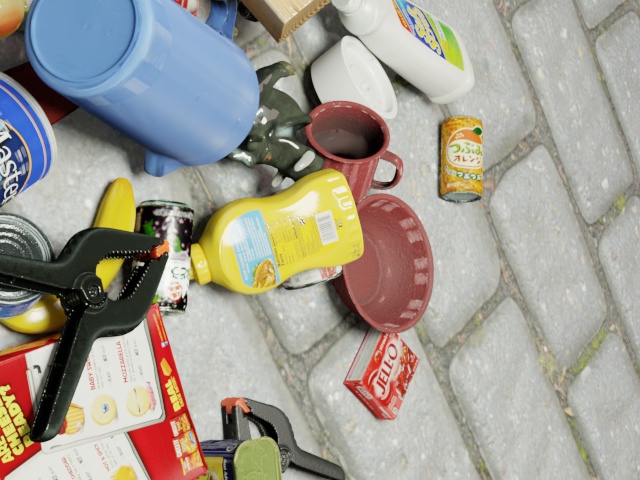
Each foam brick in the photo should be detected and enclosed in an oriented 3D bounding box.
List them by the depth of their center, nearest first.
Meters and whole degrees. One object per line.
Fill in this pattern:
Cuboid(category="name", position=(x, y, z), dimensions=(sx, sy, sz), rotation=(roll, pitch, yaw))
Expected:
Cuboid(category="foam brick", position=(-0.255, -0.118, 0.906), dimensions=(0.052, 0.078, 0.051), rotation=(-45, 116, -41))

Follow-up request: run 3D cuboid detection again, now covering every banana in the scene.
Cuboid(category="banana", position=(-0.215, 0.022, 0.952), dimensions=(0.197, 0.037, 0.069), rotation=(-50, 119, -40))

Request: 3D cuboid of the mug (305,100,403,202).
Cuboid(category="mug", position=(0.034, -0.089, 1.173), dimensions=(0.117, 0.082, 0.093), rotation=(18, 51, 4))

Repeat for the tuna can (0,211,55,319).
Cuboid(category="tuna can", position=(-0.264, 0.020, 0.882), dimensions=(0.086, 0.034, 0.086), rotation=(14, 60, -26))

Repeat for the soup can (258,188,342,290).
Cuboid(category="soup can", position=(-0.021, -0.005, 1.141), dimensions=(0.068, 0.069, 0.102), rotation=(-24, 101, -46))

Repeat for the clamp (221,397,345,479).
Cuboid(category="clamp", position=(-0.040, 0.224, 1.100), dimensions=(0.120, 0.039, 0.171), rotation=(-38, 110, -45))

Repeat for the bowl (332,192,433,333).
Cuboid(category="bowl", position=(0.061, 0.029, 1.231), dimensions=(0.161, 0.055, 0.162), rotation=(11, 75, -45))

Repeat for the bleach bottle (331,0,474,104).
Cuboid(category="bleach bottle", position=(0.094, -0.243, 1.272), dimensions=(0.250, 0.068, 0.102), rotation=(15, 56, -55))

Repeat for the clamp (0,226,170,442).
Cuboid(category="clamp", position=(-0.203, 0.039, 0.870), dimensions=(0.209, 0.036, 0.164), rotation=(-45, 111, -46))

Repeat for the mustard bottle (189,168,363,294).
Cuboid(category="mustard bottle", position=(-0.057, 0.001, 1.064), dimensions=(0.191, 0.058, 0.096), rotation=(-20, 110, -14))

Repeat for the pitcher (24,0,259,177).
Cuboid(category="pitcher", position=(-0.145, -0.158, 0.913), dimensions=(0.242, 0.145, 0.149), rotation=(26, 44, -75))

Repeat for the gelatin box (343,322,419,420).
Cuboid(category="gelatin box", position=(0.073, 0.152, 1.240), dimensions=(0.073, 0.030, 0.089), rotation=(49, 51, -29))

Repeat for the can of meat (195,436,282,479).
Cuboid(category="can of meat", position=(-0.084, 0.240, 1.017), dimensions=(0.057, 0.084, 0.102), rotation=(-3, 85, -47))

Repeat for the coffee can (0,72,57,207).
Cuboid(category="coffee can", position=(-0.292, -0.058, 0.836), dimensions=(0.140, 0.103, 0.103), rotation=(-46, 116, -41))

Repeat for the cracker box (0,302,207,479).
Cuboid(category="cracker box", position=(-0.213, 0.162, 0.904), dimensions=(0.213, 0.072, 0.164), rotation=(-20, 96, -46))
